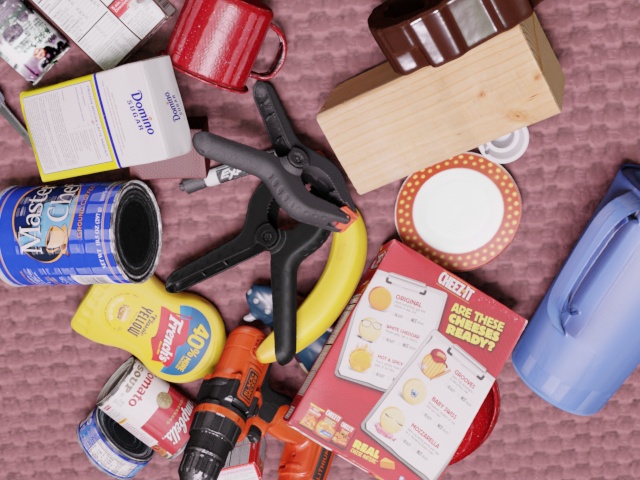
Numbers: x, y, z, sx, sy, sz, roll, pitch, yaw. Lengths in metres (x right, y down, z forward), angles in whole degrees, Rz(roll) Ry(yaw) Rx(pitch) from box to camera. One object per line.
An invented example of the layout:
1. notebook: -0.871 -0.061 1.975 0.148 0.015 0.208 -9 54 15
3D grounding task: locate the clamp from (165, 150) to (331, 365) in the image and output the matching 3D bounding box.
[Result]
1. clamp: -0.057 0.001 1.078 0.165 0.036 0.210 22 84 24

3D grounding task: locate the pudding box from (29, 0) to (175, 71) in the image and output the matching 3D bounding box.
1. pudding box: -0.211 -0.228 1.023 0.090 0.039 0.113 -41 103 17

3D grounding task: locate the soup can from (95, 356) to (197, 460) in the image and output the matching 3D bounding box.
1. soup can: -0.186 0.183 1.168 0.102 0.068 0.069 41 108 -13

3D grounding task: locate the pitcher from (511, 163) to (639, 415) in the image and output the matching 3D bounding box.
1. pitcher: 0.288 0.053 1.063 0.149 0.145 0.243 27 113 -4

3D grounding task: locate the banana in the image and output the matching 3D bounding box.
1. banana: 0.001 0.043 1.092 0.069 0.037 0.198 22 81 3

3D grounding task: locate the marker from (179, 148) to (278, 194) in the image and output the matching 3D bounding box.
1. marker: -0.087 -0.072 1.090 0.121 0.020 0.020 -17 110 8

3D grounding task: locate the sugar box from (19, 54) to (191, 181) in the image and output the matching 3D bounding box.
1. sugar box: -0.206 -0.114 1.016 0.177 0.048 0.093 -6 103 34

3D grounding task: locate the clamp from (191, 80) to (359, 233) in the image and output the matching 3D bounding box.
1. clamp: -0.040 -0.069 1.019 0.171 0.120 0.039 48 145 7

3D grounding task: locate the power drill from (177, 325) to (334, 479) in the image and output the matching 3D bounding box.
1. power drill: -0.062 0.209 1.110 0.057 0.184 0.187 -4 140 36

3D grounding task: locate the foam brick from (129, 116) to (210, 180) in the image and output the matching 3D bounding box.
1. foam brick: -0.151 -0.093 1.067 0.078 0.051 0.053 -1 111 2

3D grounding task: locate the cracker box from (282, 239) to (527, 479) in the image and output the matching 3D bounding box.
1. cracker box: 0.084 0.133 1.086 0.164 0.072 0.213 31 80 -5

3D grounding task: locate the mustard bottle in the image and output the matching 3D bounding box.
1. mustard bottle: -0.161 0.097 1.138 0.191 0.058 0.096 31 97 -10

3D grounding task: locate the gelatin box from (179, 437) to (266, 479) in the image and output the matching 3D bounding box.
1. gelatin box: -0.107 0.247 1.187 0.089 0.073 0.030 -15 111 8

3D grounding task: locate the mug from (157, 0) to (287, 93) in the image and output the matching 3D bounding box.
1. mug: -0.085 -0.191 1.010 0.117 0.093 0.081 18 107 -24

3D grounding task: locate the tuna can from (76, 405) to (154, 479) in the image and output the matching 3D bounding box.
1. tuna can: -0.224 0.219 1.175 0.086 0.086 0.034 42 106 -13

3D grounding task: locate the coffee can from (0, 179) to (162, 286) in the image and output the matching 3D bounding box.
1. coffee can: -0.243 -0.006 1.060 0.140 0.102 0.103 -2 112 19

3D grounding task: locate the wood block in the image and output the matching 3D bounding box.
1. wood block: 0.112 -0.133 0.995 0.206 0.090 0.090 -22 110 25
